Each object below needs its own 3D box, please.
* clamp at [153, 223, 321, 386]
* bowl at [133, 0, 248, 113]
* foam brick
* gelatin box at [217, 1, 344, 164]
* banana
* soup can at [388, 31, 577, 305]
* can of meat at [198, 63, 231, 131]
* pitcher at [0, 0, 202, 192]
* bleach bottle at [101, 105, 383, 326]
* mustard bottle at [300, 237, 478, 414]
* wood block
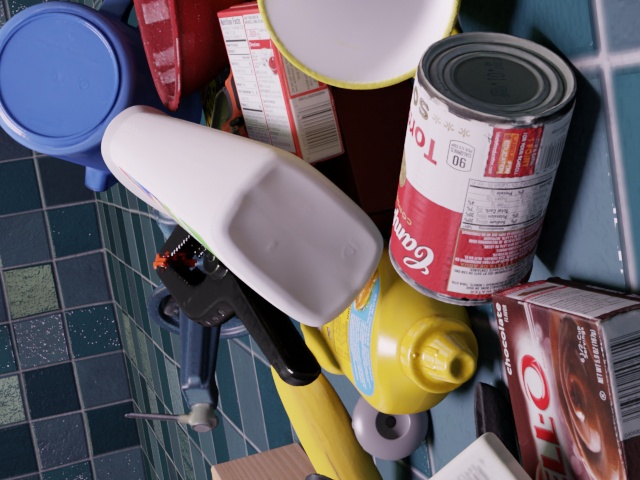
[{"bbox_3d":[-0.055,0.001,0.719,0.210,0.036,0.164,6,89,57],"label":"clamp"},{"bbox_3d":[-0.084,-0.165,0.673,0.162,0.055,0.162,168,90,-76],"label":"bowl"},{"bbox_3d":[0.030,-0.047,0.616,0.053,0.051,0.078,133,125,-69],"label":"foam brick"},{"bbox_3d":[-0.022,-0.090,0.596,0.073,0.030,0.089,19,125,63],"label":"gelatin box"},{"bbox_3d":[0.016,0.147,0.731,0.069,0.037,0.198,-97,-18,-72],"label":"banana"},{"bbox_3d":[0.069,-0.031,0.467,0.068,0.068,0.102,-117,23,-44],"label":"soup can"},{"bbox_3d":[-0.072,-0.136,0.891,0.102,0.057,0.084,111,147,-60],"label":"can of meat"},{"bbox_3d":[-0.174,-0.128,0.851,0.243,0.145,0.149,-54,-59,-87],"label":"pitcher"},{"bbox_3d":[-0.068,-0.031,0.642,0.102,0.068,0.251,42,173,-31],"label":"bleach bottle"},{"bbox_3d":[0.041,0.049,0.627,0.192,0.058,0.096,-154,66,-70],"label":"mustard bottle"},{"bbox_3d":[-0.023,0.265,0.925,0.206,0.090,0.090,-146,47,-67],"label":"wood block"}]
